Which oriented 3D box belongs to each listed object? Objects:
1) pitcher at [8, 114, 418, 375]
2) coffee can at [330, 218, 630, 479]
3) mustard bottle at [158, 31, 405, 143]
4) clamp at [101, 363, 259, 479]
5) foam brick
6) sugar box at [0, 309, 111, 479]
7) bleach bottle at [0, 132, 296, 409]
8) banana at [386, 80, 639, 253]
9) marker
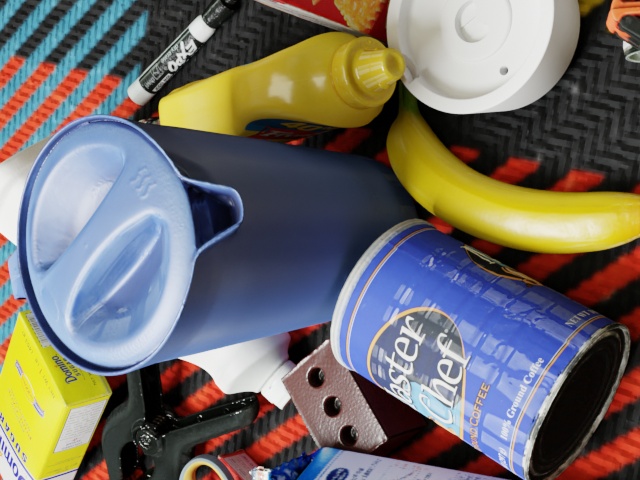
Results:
[{"bbox_3d":[-0.054,0.001,0.639,0.149,0.242,0.145,36,112,30],"label":"pitcher"},{"bbox_3d":[0.091,0.062,0.620,0.140,0.102,0.103,30,109,32],"label":"coffee can"},{"bbox_3d":[-0.016,-0.091,0.673,0.192,0.096,0.058,-9,86,52],"label":"mustard bottle"},{"bbox_3d":[-0.128,0.133,0.809,0.120,0.039,0.172,47,123,11],"label":"clamp"},{"bbox_3d":[0.022,0.106,0.705,0.053,0.051,0.078,-43,67,29],"label":"foam brick"},{"bbox_3d":[-0.225,0.140,0.862,0.093,0.048,0.176,56,136,27],"label":"sugar box"},{"bbox_3d":[-0.116,0.030,0.751,0.251,0.102,0.068,41,131,7],"label":"bleach bottle"},{"bbox_3d":[0.107,-0.033,0.646,0.198,0.037,0.070,32,111,32],"label":"banana"},{"bbox_3d":[-0.104,-0.146,0.811,0.121,0.020,0.020,-39,69,31],"label":"marker"}]
